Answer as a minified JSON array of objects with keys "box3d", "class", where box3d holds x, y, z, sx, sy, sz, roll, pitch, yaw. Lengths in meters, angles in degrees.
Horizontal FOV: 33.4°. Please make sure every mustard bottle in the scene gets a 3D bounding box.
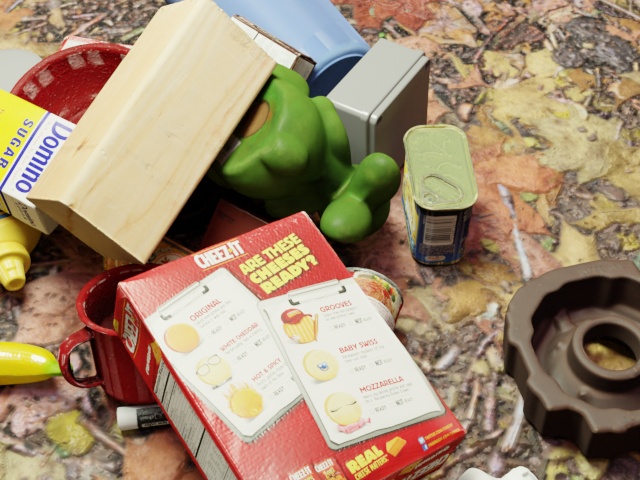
[{"box3d":[-0.308,-0.027,0.975,0.096,0.058,0.192,-19,53,-21],"class":"mustard bottle"}]

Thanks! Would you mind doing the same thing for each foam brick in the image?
[{"box3d":[-0.056,0.001,0.942,0.078,0.053,0.051,30,14,22],"class":"foam brick"}]

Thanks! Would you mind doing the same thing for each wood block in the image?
[{"box3d":[-0.139,-0.092,0.887,0.091,0.090,0.206,7,61,57],"class":"wood block"}]

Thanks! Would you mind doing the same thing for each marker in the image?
[{"box3d":[-0.103,0.137,0.864,0.121,0.020,0.020,-6,51,-5],"class":"marker"}]

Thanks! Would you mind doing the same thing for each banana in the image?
[{"box3d":[-0.302,0.099,0.859,0.197,0.070,0.037,-1,78,-16],"class":"banana"}]

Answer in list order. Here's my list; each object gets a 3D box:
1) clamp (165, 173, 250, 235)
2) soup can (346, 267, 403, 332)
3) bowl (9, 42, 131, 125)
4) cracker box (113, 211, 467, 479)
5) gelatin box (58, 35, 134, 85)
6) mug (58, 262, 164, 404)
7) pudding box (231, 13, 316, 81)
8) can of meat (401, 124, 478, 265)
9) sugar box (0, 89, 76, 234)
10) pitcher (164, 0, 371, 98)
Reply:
[{"box3d":[-0.104,-0.055,1.011,0.165,0.036,0.209,35,55,27],"class":"clamp"},{"box3d":[0.024,0.082,0.878,0.068,0.068,0.102,13,52,10],"class":"soup can"},{"box3d":[-0.218,-0.108,1.015,0.162,0.055,0.162,-4,61,7],"class":"bowl"},{"box3d":[-0.026,0.100,0.764,0.163,0.072,0.214,-22,62,-30],"class":"cracker box"},{"box3d":[-0.215,-0.165,1.078,0.089,0.073,0.030,10,49,9],"class":"gelatin box"},{"box3d":[-0.154,0.082,0.857,0.117,0.081,0.093,-25,41,-30],"class":"mug"},{"box3d":[-0.070,-0.142,1.002,0.090,0.039,0.113,35,102,24],"class":"pudding box"},{"box3d":[0.105,-0.040,0.968,0.057,0.084,0.102,-3,50,-3],"class":"can of meat"},{"box3d":[-0.284,-0.082,0.948,0.176,0.048,0.093,24,60,22],"class":"sugar box"},{"box3d":[-0.045,-0.226,1.106,0.149,0.145,0.243,-34,61,-11],"class":"pitcher"}]
